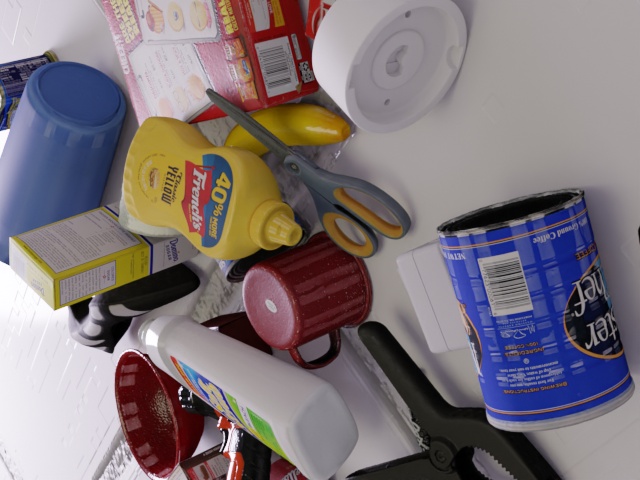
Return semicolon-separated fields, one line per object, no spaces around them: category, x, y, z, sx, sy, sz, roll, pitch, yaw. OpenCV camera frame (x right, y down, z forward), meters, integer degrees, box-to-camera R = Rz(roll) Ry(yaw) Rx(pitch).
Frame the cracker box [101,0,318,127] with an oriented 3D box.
cracker box;-0.105;-0.191;0.951;0.214;0.071;0.164;-2;106;52

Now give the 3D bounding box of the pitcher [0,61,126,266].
pitcher;-0.302;-0.090;1.213;0.149;0.144;0.243;43;134;12

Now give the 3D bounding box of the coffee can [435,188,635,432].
coffee can;0.146;0.046;0.728;0.103;0.102;0.140;-8;101;52

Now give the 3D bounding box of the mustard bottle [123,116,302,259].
mustard bottle;-0.089;-0.036;0.912;0.192;0.058;0.096;25;107;37

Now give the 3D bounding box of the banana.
banana;-0.043;-0.086;0.959;0.069;0.037;0.198;46;146;-9

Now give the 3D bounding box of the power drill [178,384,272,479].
power drill;-0.096;0.222;1.068;0.185;0.057;0.187;-6;63;44

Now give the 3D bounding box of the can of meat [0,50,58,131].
can of meat;-0.359;-0.173;1.266;0.057;0.083;0.102;61;143;10

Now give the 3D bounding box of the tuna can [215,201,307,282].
tuna can;-0.056;0.001;0.973;0.034;0.085;0.086;58;142;16

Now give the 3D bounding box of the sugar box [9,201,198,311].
sugar box;-0.221;0.007;1.106;0.093;0.175;0.048;36;131;36

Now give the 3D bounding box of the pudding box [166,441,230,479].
pudding box;-0.130;0.269;1.192;0.039;0.089;0.114;54;140;20

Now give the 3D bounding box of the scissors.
scissors;-0.016;-0.049;0.900;0.202;0.016;0.096;30;144;12

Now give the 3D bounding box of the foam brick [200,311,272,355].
foam brick;-0.096;0.106;1.102;0.078;0.052;0.051;-13;97;54

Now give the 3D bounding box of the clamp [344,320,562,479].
clamp;0.104;0.160;0.874;0.210;0.036;0.164;13;114;38

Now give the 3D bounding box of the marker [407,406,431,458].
marker;0.092;0.170;0.925;0.020;0.020;0.121;-6;102;52

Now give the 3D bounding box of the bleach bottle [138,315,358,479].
bleach bottle;-0.083;0.133;1.006;0.251;0.068;0.102;21;148;41

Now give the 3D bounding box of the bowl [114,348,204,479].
bowl;-0.181;0.198;1.240;0.162;0.055;0.162;25;122;49

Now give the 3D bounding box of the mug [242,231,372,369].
mug;-0.013;0.059;0.950;0.093;0.081;0.117;7;113;50
